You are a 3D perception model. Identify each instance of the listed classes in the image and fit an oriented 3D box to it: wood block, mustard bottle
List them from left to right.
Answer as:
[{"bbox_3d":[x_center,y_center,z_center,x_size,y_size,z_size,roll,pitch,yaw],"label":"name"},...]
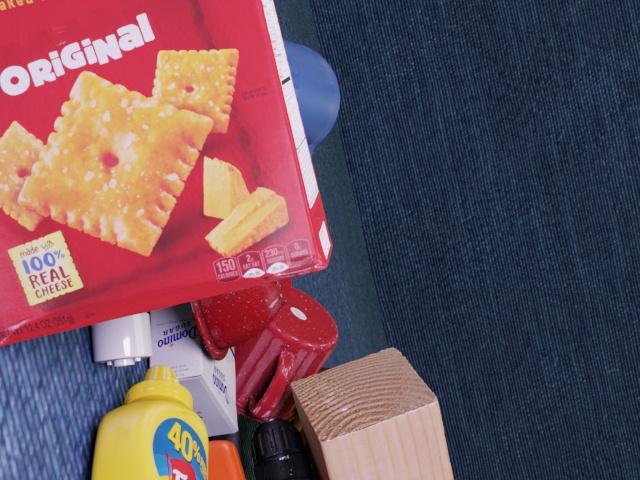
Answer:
[{"bbox_3d":[-0.093,0.147,0.588,0.191,0.058,0.096,-96,165,-47],"label":"mustard bottle"},{"bbox_3d":[0.051,0.200,0.813,0.091,0.090,0.206,-130,-156,-64],"label":"wood block"}]

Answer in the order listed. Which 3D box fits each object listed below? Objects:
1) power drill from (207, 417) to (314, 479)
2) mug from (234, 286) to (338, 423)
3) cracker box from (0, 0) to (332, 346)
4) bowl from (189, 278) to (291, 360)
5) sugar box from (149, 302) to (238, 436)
[{"bbox_3d":[-0.038,0.191,0.719,0.187,0.057,0.184,45,24,-59],"label":"power drill"},{"bbox_3d":[-0.039,0.094,0.859,0.082,0.093,0.117,-58,-168,25],"label":"mug"},{"bbox_3d":[-0.098,-0.073,0.500,0.072,0.164,0.214,-79,156,-78],"label":"cracker box"},{"bbox_3d":[-0.055,0.001,0.747,0.162,0.055,0.162,-7,90,-84],"label":"bowl"},{"bbox_3d":[-0.096,0.049,0.801,0.093,0.048,0.176,70,14,-52],"label":"sugar box"}]
